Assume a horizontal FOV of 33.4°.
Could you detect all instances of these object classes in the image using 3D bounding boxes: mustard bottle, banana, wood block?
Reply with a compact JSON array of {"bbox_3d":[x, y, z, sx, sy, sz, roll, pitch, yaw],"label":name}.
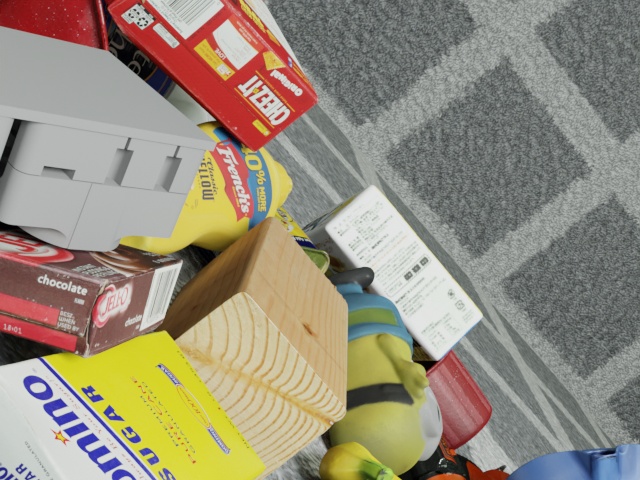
[{"bbox_3d":[-0.081,-0.039,0.778,0.191,0.058,0.096,-5,80,-57],"label":"mustard bottle"},{"bbox_3d":[0.042,0.178,0.739,0.070,0.037,0.197,36,-9,32],"label":"banana"},{"bbox_3d":[-0.043,0.062,0.666,0.091,0.090,0.206,50,9,-8],"label":"wood block"}]

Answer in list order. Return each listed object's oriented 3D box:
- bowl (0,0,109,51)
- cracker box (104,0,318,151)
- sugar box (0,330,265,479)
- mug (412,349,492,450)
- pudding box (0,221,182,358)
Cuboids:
[{"bbox_3d":[-0.172,-0.103,0.660,0.162,0.055,0.162,174,-90,-68],"label":"bowl"},{"bbox_3d":[-0.101,-0.186,0.788,0.164,0.072,0.214,43,14,-42],"label":"cracker box"},{"bbox_3d":[-0.089,0.093,0.468,0.093,0.048,0.176,51,8,8],"label":"sugar box"},{"bbox_3d":[0.108,0.161,1.032,0.081,0.093,0.117,54,40,-6],"label":"mug"},{"bbox_3d":[-0.124,0.018,0.491,0.090,0.039,0.113,16,4,8],"label":"pudding box"}]
